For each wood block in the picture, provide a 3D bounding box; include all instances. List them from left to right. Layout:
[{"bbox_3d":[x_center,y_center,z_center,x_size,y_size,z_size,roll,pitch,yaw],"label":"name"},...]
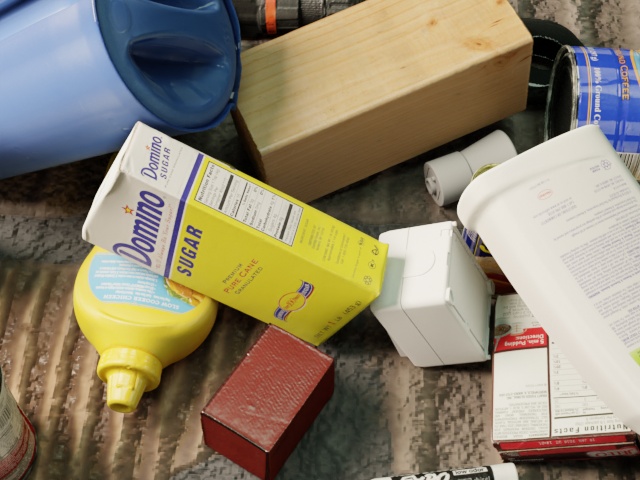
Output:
[{"bbox_3d":[0.040,-0.113,0.781,0.206,0.091,0.090,-24,62,-5],"label":"wood block"}]

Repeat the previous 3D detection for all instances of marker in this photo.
[{"bbox_3d":[0.062,0.154,0.665,0.121,0.020,0.020,-5,56,-4],"label":"marker"}]

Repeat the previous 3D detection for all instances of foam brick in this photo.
[{"bbox_3d":[-0.032,0.102,0.678,0.051,0.053,0.078,29,60,17],"label":"foam brick"}]

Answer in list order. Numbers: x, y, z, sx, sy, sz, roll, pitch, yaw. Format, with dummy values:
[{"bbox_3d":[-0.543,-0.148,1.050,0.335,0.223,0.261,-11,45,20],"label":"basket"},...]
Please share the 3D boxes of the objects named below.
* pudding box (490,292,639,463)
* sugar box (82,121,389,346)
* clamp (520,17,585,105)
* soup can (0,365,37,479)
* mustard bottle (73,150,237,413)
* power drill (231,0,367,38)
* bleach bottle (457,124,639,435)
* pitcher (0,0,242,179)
[{"bbox_3d":[0.157,0.084,0.686,0.090,0.039,0.113,-7,55,22],"label":"pudding box"},{"bbox_3d":[-0.055,0.001,0.671,0.176,0.093,0.048,23,55,-15],"label":"sugar box"},{"bbox_3d":[0.140,-0.148,0.860,0.172,0.039,0.120,30,72,21],"label":"clamp"},{"bbox_3d":[-0.214,0.108,0.641,0.068,0.102,0.068,1,56,-1],"label":"soup can"},{"bbox_3d":[-0.115,0.026,0.724,0.096,0.058,0.191,10,56,-3],"label":"mustard bottle"},{"bbox_3d":[-0.051,-0.254,0.914,0.184,0.057,0.187,2,56,0],"label":"power drill"},{"bbox_3d":[0.185,0.058,0.622,0.102,0.068,0.251,-26,72,-10],"label":"bleach bottle"},{"bbox_3d":[-0.187,-0.116,0.710,0.243,0.149,0.144,-13,15,34],"label":"pitcher"}]
